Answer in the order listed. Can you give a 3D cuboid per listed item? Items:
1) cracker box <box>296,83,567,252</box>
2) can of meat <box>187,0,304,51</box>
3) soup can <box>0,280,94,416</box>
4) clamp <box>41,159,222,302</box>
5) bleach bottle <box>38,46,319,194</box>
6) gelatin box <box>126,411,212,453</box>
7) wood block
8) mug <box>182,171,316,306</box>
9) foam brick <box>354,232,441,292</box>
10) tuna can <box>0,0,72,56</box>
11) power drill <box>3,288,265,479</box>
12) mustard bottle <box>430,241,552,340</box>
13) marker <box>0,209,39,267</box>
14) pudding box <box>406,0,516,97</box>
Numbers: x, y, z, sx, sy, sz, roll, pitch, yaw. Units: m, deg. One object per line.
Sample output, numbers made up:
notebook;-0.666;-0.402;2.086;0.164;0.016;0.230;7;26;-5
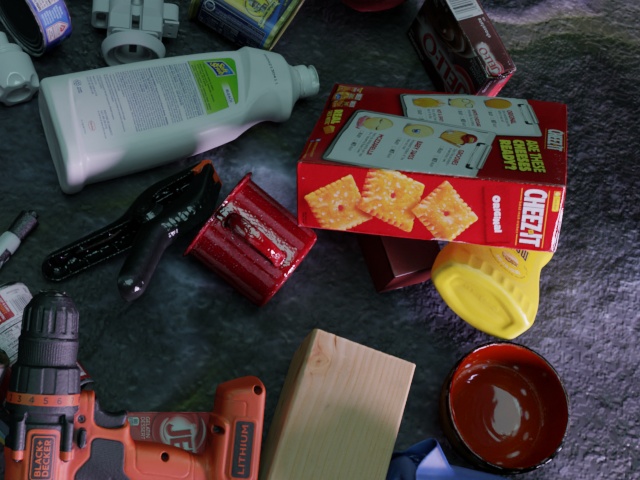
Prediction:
cracker box;0.099;-0.065;0.917;0.214;0.072;0.164;7;32;10
can of meat;-0.065;-0.235;1.021;0.084;0.057;0.102;32;65;-3
soup can;-0.235;0.091;0.842;0.068;0.069;0.102;-33;79;-23
clamp;-0.154;-0.011;0.905;0.120;0.039;0.171;8;39;32
bleach bottle;-0.118;-0.117;0.959;0.250;0.068;0.102;-13;73;-21
gelatin box;-0.121;0.182;0.854;0.073;0.030;0.089;2;69;-14
wood block;-0.003;0.189;0.848;0.090;0.090;0.206;20;65;-6
mug;-0.056;0.001;0.899;0.081;0.117;0.093;39;81;-2
foam brick;0.069;0.001;0.962;0.053;0.051;0.078;-13;73;-19
tuna can;-0.259;-0.209;0.947;0.033;0.086;0.086;-38;82;-26
power drill;-0.138;0.133;0.794;0.187;0.057;0.184;6;88;-17
mustard bottle;0.167;-0.004;0.967;0.096;0.058;0.191;38;43;-8
marker;-0.276;0.021;0.887;0.020;0.020;0.121;35;65;1
pudding box;0.134;-0.183;1.031;0.039;0.090;0.113;-17;73;-21
